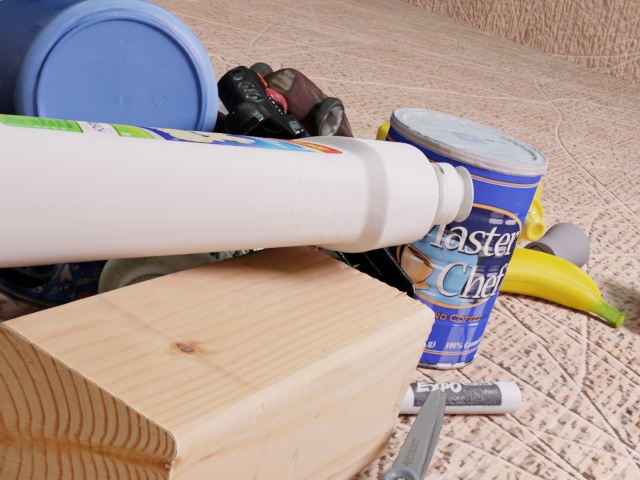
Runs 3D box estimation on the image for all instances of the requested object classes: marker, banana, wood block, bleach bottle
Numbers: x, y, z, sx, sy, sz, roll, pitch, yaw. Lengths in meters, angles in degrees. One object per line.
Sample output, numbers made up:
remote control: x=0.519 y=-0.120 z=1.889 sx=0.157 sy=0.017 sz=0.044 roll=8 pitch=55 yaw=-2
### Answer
marker: x=0.063 y=0.090 z=0.607 sx=0.120 sy=0.020 sz=0.020 roll=5 pitch=22 yaw=-31
banana: x=0.145 y=0.029 z=0.824 sx=0.197 sy=0.037 sz=0.070 roll=8 pitch=20 yaw=-25
wood block: x=-0.043 y=0.070 z=0.464 sx=0.091 sy=0.090 sz=0.205 roll=27 pitch=21 yaw=24
bleach bottle: x=-0.050 y=-0.023 z=0.498 sx=0.250 sy=0.068 sz=0.103 roll=-1 pitch=9 yaw=-21

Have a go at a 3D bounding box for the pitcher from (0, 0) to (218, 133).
pitcher: x=-0.145 y=-0.105 z=0.658 sx=0.149 sy=0.145 sz=0.243 roll=52 pitch=-10 yaw=-22

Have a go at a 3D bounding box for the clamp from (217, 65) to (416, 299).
clamp: x=-0.015 y=-0.047 z=0.655 sx=0.164 sy=0.036 sz=0.210 roll=50 pitch=5 yaw=-27

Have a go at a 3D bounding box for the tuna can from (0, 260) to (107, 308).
tuna can: x=-0.153 y=0.007 z=0.632 sx=0.086 sy=0.034 sz=0.086 roll=15 pitch=19 yaw=-5

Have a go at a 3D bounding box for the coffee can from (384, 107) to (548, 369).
coffee can: x=0.075 y=-0.003 z=0.690 sx=0.102 sy=0.140 sz=0.103 roll=15 pitch=19 yaw=-5

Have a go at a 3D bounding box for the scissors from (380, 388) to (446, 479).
scissors: x=0.016 y=0.112 z=0.470 sx=0.096 sy=0.016 sz=0.201 roll=8 pitch=23 yaw=-1
